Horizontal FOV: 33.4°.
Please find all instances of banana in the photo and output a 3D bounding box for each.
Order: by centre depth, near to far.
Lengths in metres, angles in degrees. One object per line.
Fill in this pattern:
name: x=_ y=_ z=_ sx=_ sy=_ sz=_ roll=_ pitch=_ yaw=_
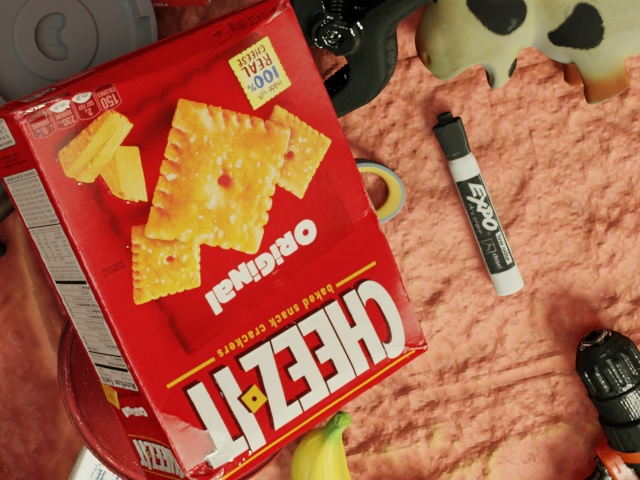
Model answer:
banana: x=0.030 y=0.195 z=0.701 sx=0.037 sy=0.070 sz=0.198 roll=-41 pitch=111 yaw=-31

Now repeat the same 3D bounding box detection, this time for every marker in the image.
marker: x=0.098 y=-0.023 z=0.664 sx=0.020 sy=0.020 sz=0.121 roll=-21 pitch=103 yaw=6

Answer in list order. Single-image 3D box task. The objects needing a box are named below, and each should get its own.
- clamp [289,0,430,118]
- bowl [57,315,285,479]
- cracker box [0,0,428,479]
clamp: x=0.003 y=-0.130 z=0.584 sx=0.120 sy=0.039 sz=0.172 roll=28 pitch=136 yaw=-6
bowl: x=-0.070 y=0.070 z=0.631 sx=0.161 sy=0.055 sz=0.162 roll=5 pitch=77 yaw=-22
cracker box: x=-0.054 y=0.001 z=0.560 sx=0.164 sy=0.072 sz=0.213 roll=-29 pitch=103 yaw=-28
